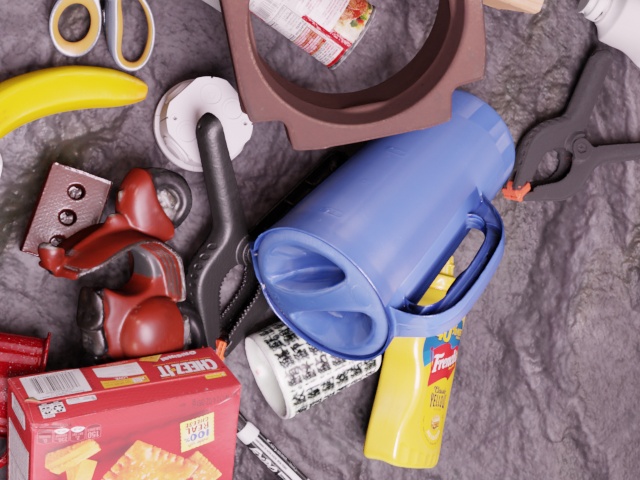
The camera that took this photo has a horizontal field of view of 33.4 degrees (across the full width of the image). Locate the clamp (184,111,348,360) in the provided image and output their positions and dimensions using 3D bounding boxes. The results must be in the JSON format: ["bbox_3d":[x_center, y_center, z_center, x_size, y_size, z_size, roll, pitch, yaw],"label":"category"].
[{"bbox_3d":[-0.056,0.001,0.917,0.164,0.036,0.210,3,106,-41],"label":"clamp"}]

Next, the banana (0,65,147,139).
[{"bbox_3d":[-0.230,-0.102,0.858,0.197,0.037,0.069,-38,97,-34],"label":"banana"}]

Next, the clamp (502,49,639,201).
[{"bbox_3d":[0.243,-0.102,1.029,0.171,0.039,0.120,-30,98,-15],"label":"clamp"}]

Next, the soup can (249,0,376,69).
[{"bbox_3d":[-0.012,-0.205,0.930,0.102,0.069,0.068,33,81,-15],"label":"soup can"}]

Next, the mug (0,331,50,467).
[{"bbox_3d":[-0.262,0.123,0.836,0.081,0.093,0.117,10,62,-13],"label":"mug"}]

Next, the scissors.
[{"bbox_3d":[-0.186,-0.235,0.868,0.096,0.016,0.202,-11,113,-6],"label":"scissors"}]

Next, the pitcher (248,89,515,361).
[{"bbox_3d":[0.072,-0.020,0.891,0.149,0.145,0.242,48,56,-6],"label":"pitcher"}]

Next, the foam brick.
[{"bbox_3d":[-0.209,-0.019,0.875,0.053,0.051,0.078,19,85,-17],"label":"foam brick"}]

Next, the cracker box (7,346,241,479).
[{"bbox_3d":[-0.155,0.200,0.831,0.163,0.072,0.214,-6,117,-29],"label":"cracker box"}]

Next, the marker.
[{"bbox_3d":[-0.048,0.187,0.947,0.020,0.020,0.121,-46,103,-12],"label":"marker"}]

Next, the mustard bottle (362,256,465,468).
[{"bbox_3d":[0.091,0.105,0.959,0.096,0.058,0.191,20,81,-57],"label":"mustard bottle"}]
